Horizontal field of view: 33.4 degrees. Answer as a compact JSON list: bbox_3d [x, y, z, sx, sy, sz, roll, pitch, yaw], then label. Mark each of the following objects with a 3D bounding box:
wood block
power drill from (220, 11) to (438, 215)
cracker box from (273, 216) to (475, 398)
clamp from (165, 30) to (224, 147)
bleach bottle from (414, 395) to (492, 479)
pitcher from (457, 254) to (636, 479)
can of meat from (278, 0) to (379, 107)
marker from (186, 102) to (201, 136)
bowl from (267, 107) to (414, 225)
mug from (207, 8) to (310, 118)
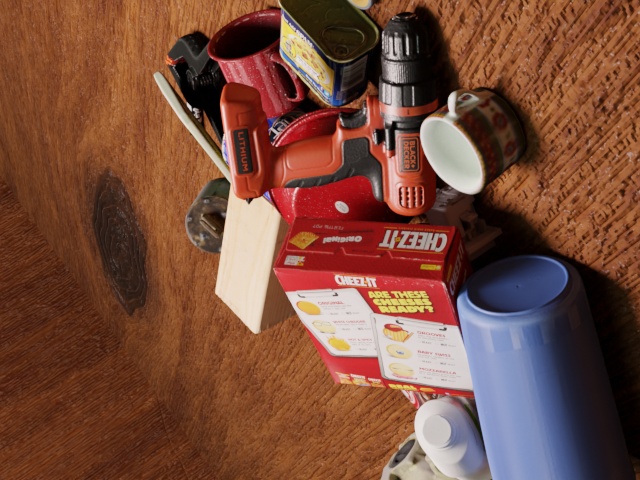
[{"bbox_3d":[-0.058,0.002,1.299,0.090,0.090,0.206,43,140,29],"label":"wood block"},{"bbox_3d":[0.010,-0.105,0.937,0.057,0.188,0.184,-78,-16,-63],"label":"power drill"},{"bbox_3d":[0.069,0.067,1.026,0.164,0.072,0.213,4,145,23],"label":"cracker box"},{"bbox_3d":[-0.140,-0.188,1.309,0.210,0.036,0.164,33,133,58],"label":"clamp"},{"bbox_3d":[0.141,0.200,1.111,0.102,0.068,0.250,60,-172,21],"label":"bleach bottle"},{"bbox_3d":[0.197,0.133,0.969,0.149,0.144,0.243,3,125,35],"label":"pitcher"},{"bbox_3d":[0.005,-0.185,1.002,0.102,0.057,0.084,49,161,19],"label":"can of meat"},{"bbox_3d":[-0.172,-0.181,1.454,0.020,0.020,0.121,47,158,22],"label":"marker"},{"bbox_3d":[0.021,-0.046,1.036,0.055,0.162,0.162,-78,-28,-55],"label":"bowl"},{"bbox_3d":[-0.052,-0.177,1.099,0.117,0.093,0.081,27,150,45],"label":"mug"}]
